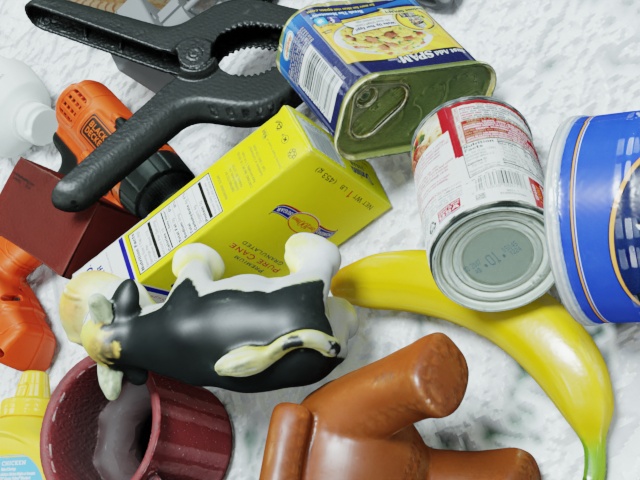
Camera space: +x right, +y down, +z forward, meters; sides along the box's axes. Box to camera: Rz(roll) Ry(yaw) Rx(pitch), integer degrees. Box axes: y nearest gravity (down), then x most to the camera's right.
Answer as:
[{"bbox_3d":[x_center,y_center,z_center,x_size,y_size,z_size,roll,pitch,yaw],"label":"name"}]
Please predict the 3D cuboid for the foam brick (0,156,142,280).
[{"bbox_3d":[-0.164,-0.011,0.685,0.078,0.051,0.053,29,90,28],"label":"foam brick"}]

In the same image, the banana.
[{"bbox_3d":[0.084,0.046,0.570,0.198,0.037,0.069,36,92,38],"label":"banana"}]

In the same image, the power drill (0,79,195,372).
[{"bbox_3d":[-0.168,0.001,0.747,0.188,0.057,0.185,-49,55,7],"label":"power drill"}]

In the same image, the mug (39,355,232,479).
[{"bbox_3d":[-0.100,0.126,0.636,0.093,0.081,0.117,-53,52,6],"label":"mug"}]

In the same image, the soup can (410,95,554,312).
[{"bbox_3d":[0.085,-0.021,0.551,0.069,0.068,0.102,-31,32,21],"label":"soup can"}]

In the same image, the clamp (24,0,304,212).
[{"bbox_3d":[-0.081,-0.097,0.672,0.210,0.036,0.164,-6,61,-3],"label":"clamp"}]

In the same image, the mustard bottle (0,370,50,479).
[{"bbox_3d":[-0.197,0.180,0.695,0.096,0.058,0.191,-12,67,32],"label":"mustard bottle"}]

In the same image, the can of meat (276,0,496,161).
[{"bbox_3d":[0.035,-0.098,0.620,0.084,0.101,0.057,54,144,38],"label":"can of meat"}]

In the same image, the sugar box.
[{"bbox_3d":[-0.054,0.001,0.645,0.176,0.093,0.048,-39,53,17],"label":"sugar box"}]

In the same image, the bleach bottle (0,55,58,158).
[{"bbox_3d":[-0.306,-0.115,0.881,0.251,0.068,0.102,22,85,35],"label":"bleach bottle"}]
